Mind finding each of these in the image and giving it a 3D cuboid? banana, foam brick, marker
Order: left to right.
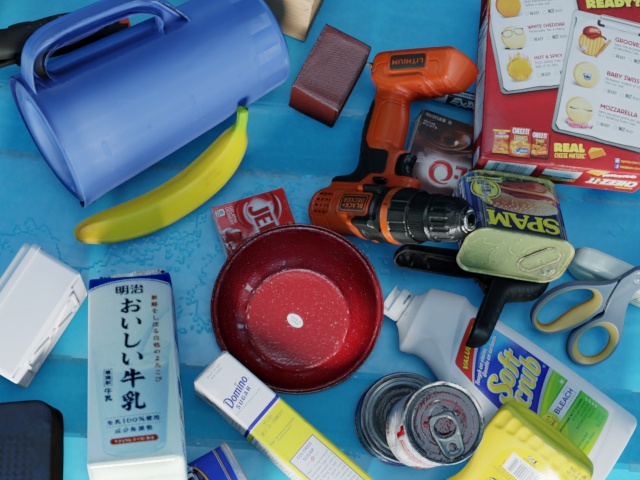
[{"bbox_3d":[-0.139,-0.050,1.005,0.197,0.069,0.037,-39,45,-6],"label":"banana"},{"bbox_3d":[0.008,-0.161,1.052,0.051,0.053,0.078,27,74,1],"label":"foam brick"},{"bbox_3d":[0.146,-0.142,1.078,0.121,0.020,0.020,15,75,-2],"label":"marker"}]

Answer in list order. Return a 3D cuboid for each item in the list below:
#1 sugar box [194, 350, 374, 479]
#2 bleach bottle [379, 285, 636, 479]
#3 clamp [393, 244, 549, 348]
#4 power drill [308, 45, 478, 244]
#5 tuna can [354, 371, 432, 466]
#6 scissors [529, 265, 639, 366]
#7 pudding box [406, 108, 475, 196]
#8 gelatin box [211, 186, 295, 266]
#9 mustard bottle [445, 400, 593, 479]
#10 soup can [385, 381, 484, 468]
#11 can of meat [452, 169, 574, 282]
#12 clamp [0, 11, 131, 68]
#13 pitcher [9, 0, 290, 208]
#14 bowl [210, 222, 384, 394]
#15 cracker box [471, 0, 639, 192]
[{"bbox_3d":[-0.033,0.172,0.944,0.176,0.093,0.048,43,75,5],"label":"sugar box"},{"bbox_3d":[0.161,0.131,0.991,0.251,0.068,0.102,35,76,6],"label":"bleach bottle"},{"bbox_3d":[0.152,0.026,1.000,0.171,0.039,0.120,-26,66,-42],"label":"clamp"},{"bbox_3d":[0.084,-0.086,0.986,0.185,0.057,0.187,6,70,43],"label":"power drill"},{"bbox_3d":[0.076,0.165,0.987,0.086,0.034,0.086,1,76,-5],"label":"tuna can"},{"bbox_3d":[0.298,0.054,1.001,0.202,0.016,0.096,-22,106,14],"label":"scissors"},{"bbox_3d":[0.136,-0.067,1.048,0.113,0.039,0.090,19,75,-1],"label":"pudding box"},{"bbox_3d":[-0.057,0.001,1.016,0.073,0.030,0.089,-17,79,-9],"label":"gelatin box"},{"bbox_3d":[0.146,0.241,0.937,0.096,0.058,0.192,38,104,12],"label":"mustard bottle"},{"bbox_3d":[0.096,0.161,0.918,0.068,0.102,0.068,1,76,-6],"label":"soup can"},{"bbox_3d":[0.174,-0.015,0.978,0.102,0.057,0.084,9,46,-9],"label":"can of meat"},{"bbox_3d":[-0.276,-0.180,0.975,0.209,0.165,0.036,-16,95,-11],"label":"clamp"},{"bbox_3d":[-0.154,-0.150,0.983,0.242,0.149,0.145,-32,94,-18],"label":"pitcher"},{"bbox_3d":[-0.021,0.067,0.965,0.162,0.055,0.162,0,96,-1],"label":"bowl"},{"bbox_3d":[0.233,-0.161,1.021,0.164,0.072,0.213,5,77,-2],"label":"cracker box"}]
